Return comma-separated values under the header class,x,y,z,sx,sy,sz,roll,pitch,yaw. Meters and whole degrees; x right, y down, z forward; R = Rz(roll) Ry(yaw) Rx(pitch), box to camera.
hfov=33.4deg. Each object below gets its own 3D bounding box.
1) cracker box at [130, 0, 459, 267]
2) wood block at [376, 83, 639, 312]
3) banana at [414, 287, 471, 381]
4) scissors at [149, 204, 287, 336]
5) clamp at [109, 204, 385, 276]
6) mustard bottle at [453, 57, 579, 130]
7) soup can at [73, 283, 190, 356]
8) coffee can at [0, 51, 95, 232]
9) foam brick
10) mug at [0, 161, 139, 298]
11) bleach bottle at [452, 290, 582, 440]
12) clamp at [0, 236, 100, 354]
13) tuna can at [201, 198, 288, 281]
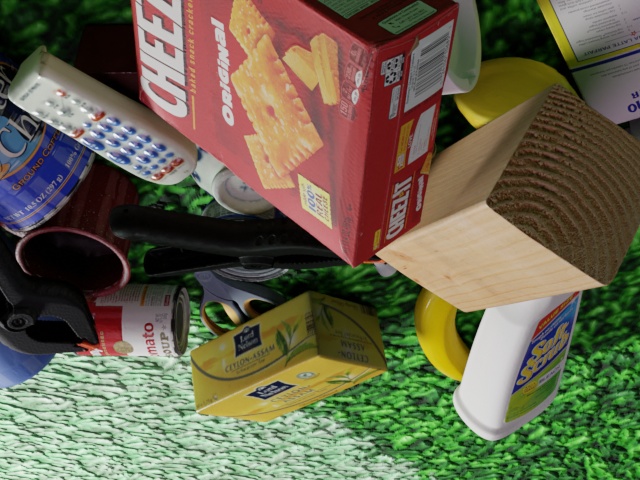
class,x,y,z,sx,sy,sz,roll,pitch,yaw
cracker box,-0.028,-0.108,0.645,0.214,0.072,0.164,37,144,28
wood block,0.123,-0.018,0.710,0.090,0.090,0.206,33,165,-8
banana,0.122,0.079,0.992,0.069,0.037,0.198,2,141,5
scissors,-0.085,0.031,0.975,0.096,0.016,0.202,-3,141,8
clamp,-0.055,0.001,0.824,0.210,0.036,0.164,-1,168,7
mustard bottle,0.180,-0.053,0.785,0.096,0.058,0.191,24,165,49
soup can,-0.178,0.075,1.000,0.102,0.068,0.068,0,141,5
coffee can,-0.249,-0.086,0.780,0.103,0.102,0.140,-22,134,30
foam brick,-0.143,-0.111,0.776,0.053,0.051,0.078,1,141,6
mug,-0.207,-0.015,0.879,0.117,0.081,0.093,19,140,-16
bleach bottle,0.179,0.073,0.937,0.102,0.068,0.251,-28,145,-21
clamp,-0.255,0.056,0.855,0.120,0.039,0.171,-28,137,18
tuna can,-0.063,-0.003,0.914,0.086,0.033,0.086,4,141,3
